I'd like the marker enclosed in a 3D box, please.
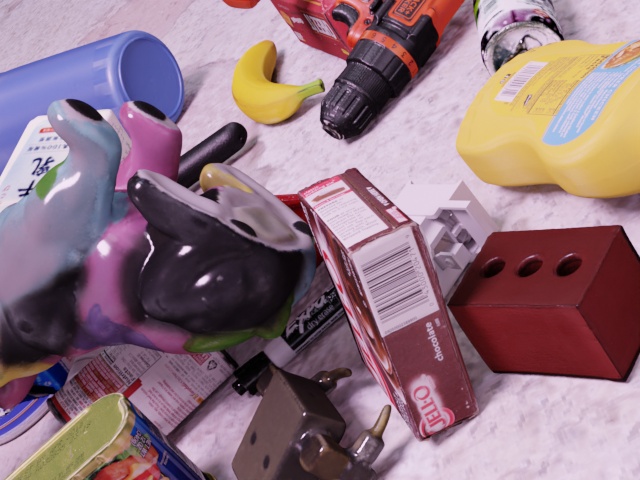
[{"bbox_3d":[-0.006,0.051,0.650,0.121,0.020,0.020,-42,27,-4],"label":"marker"}]

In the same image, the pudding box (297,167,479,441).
[{"bbox_3d":[0.033,0.030,0.530,0.039,0.113,0.090,-23,25,-9],"label":"pudding box"}]

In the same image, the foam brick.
[{"bbox_3d":[0.110,0.029,0.503,0.078,0.051,0.053,-4,42,49],"label":"foam brick"}]

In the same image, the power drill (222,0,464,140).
[{"bbox_3d":[0.008,-0.188,0.862,0.188,0.057,0.184,33,77,20],"label":"power drill"}]

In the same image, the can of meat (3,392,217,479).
[{"bbox_3d":[-0.115,0.143,0.573,0.102,0.084,0.057,-42,27,-6],"label":"can of meat"}]

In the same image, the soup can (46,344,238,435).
[{"bbox_3d":[-0.110,0.089,0.667,0.102,0.068,0.069,-43,27,-9],"label":"soup can"}]

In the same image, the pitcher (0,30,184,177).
[{"bbox_3d":[-0.261,-0.149,1.174,0.243,0.144,0.149,-11,50,37],"label":"pitcher"}]

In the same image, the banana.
[{"bbox_3d":[-0.050,-0.145,0.991,0.069,0.037,0.198,-23,27,-7],"label":"banana"}]

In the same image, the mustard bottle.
[{"bbox_3d":[0.153,-0.066,0.564,0.096,0.058,0.192,-45,20,-10],"label":"mustard bottle"}]
